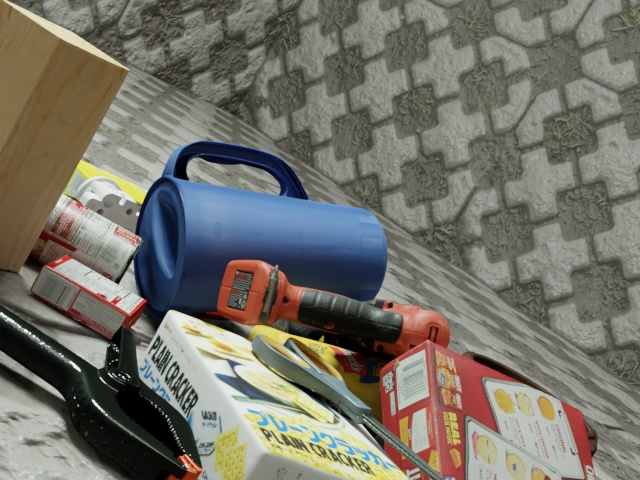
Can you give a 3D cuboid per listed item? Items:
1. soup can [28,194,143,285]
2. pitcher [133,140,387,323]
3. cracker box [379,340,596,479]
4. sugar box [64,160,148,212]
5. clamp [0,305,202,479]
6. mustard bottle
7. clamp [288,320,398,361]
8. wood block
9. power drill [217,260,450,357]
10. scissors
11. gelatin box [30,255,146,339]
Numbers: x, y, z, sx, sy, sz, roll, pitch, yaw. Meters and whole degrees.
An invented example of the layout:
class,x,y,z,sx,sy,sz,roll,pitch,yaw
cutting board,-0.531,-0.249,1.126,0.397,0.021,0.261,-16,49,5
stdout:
class,x,y,z,sx,sy,sz,roll,pitch,yaw
soup can,-0.228,0.003,1.014,0.102,0.068,0.068,30,8,-8
pitcher,-0.057,0.001,1.079,0.242,0.149,0.145,4,39,-30
cracker box,0.150,0.201,0.920,0.213,0.072,0.164,26,45,-33
sugar box,-0.244,-0.046,1.346,0.176,0.048,0.093,23,11,-41
clamp,-0.147,0.109,0.764,0.210,0.036,0.164,38,11,30
mustard bottle,0.021,0.132,0.997,0.191,0.058,0.096,15,11,1
clamp,0.020,0.112,1.196,0.120,0.039,0.171,15,12,-13
wood block,-0.268,-0.087,0.923,0.091,0.206,0.090,35,9,30
power drill,0.004,0.065,0.985,0.187,0.057,0.185,14,-6,-21
scissors,0.012,0.125,0.840,0.096,0.016,0.202,26,8,-37
gelatin box,-0.204,0.051,0.946,0.089,0.030,0.073,31,6,-2
